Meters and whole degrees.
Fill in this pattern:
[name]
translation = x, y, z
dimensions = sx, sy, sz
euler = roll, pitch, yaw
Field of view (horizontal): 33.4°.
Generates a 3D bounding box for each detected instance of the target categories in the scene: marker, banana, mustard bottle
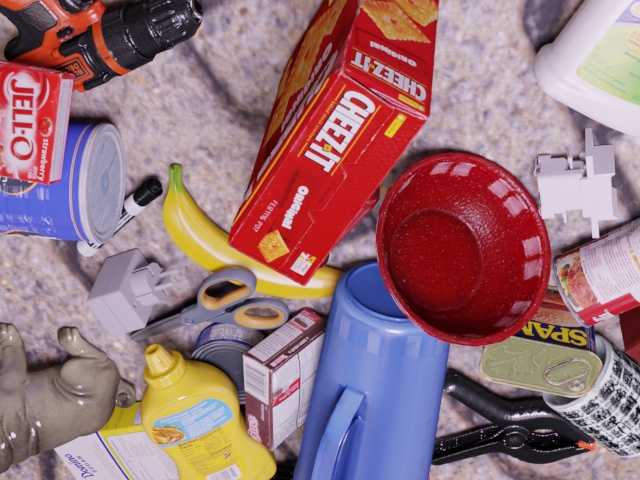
[marker]
translation = -0.182, -0.021, 0.972
dimensions = 0.020, 0.020, 0.121
euler = 39, 129, -20
[banana]
translation = -0.070, 0.010, 0.970
dimensions = 0.197, 0.037, 0.070
euler = 32, 127, -15
[mustard bottle]
translation = -0.122, 0.175, 1.046
dimensions = 0.096, 0.058, 0.191
euler = -23, 123, 6

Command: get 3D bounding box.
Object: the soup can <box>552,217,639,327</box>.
[soup can]
translation = 0.257, 0.023, 0.900
dimensions = 0.102, 0.068, 0.068
euler = -28, 118, 27

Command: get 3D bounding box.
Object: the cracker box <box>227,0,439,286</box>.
[cracker box]
translation = 0.013, -0.099, 0.755
dimensions = 0.072, 0.213, 0.164
euler = 27, 127, -11

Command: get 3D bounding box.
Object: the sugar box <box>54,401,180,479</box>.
[sugar box]
translation = -0.194, 0.219, 1.152
dimensions = 0.176, 0.048, 0.093
euler = -10, 125, 21

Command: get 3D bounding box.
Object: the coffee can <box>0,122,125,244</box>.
[coffee can]
translation = -0.249, -0.053, 0.911
dimensions = 0.140, 0.102, 0.103
euler = 4, 128, 7

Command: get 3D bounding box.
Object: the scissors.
[scissors]
translation = -0.104, 0.078, 1.022
dimensions = 0.096, 0.016, 0.202
euler = 26, 145, -20

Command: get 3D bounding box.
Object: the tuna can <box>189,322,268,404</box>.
[tuna can]
translation = -0.086, 0.121, 1.061
dimensions = 0.086, 0.033, 0.086
euler = 5, 128, 6

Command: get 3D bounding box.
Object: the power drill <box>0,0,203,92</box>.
[power drill]
translation = -0.204, -0.202, 0.815
dimensions = 0.185, 0.057, 0.187
euler = -18, 122, 23

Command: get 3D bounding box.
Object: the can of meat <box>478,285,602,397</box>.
[can of meat]
translation = 0.194, 0.085, 0.949
dimensions = 0.102, 0.084, 0.057
euler = 11, 129, 2

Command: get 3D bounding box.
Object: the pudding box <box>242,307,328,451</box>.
[pudding box]
translation = -0.030, 0.134, 1.024
dimensions = 0.039, 0.089, 0.113
euler = 29, 136, 29

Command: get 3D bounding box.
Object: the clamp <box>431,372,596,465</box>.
[clamp]
translation = 0.186, 0.178, 1.054
dimensions = 0.171, 0.039, 0.120
euler = -2, 132, 4

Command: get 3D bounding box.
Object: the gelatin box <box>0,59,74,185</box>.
[gelatin box]
translation = -0.237, -0.094, 0.835
dimensions = 0.073, 0.030, 0.089
euler = 11, 101, 7

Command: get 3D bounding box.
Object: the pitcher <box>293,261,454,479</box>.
[pitcher]
translation = 0.047, 0.149, 0.982
dimensions = 0.144, 0.149, 0.243
euler = -2, 123, -16

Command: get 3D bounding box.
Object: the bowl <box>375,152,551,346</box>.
[bowl]
translation = 0.109, 0.011, 0.888
dimensions = 0.162, 0.162, 0.055
euler = 30, 160, -13
